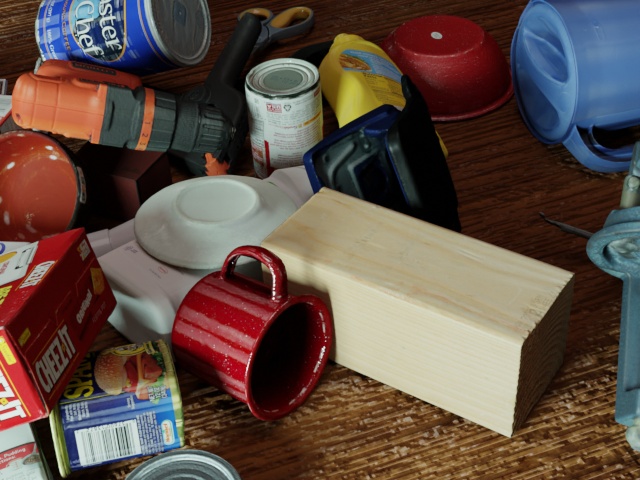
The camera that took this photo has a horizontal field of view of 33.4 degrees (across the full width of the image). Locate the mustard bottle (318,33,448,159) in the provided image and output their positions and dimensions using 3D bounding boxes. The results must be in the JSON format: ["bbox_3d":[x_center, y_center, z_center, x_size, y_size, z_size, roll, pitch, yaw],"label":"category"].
[{"bbox_3d":[0.047,-0.136,1.005,0.096,0.058,0.192,11,38,-29],"label":"mustard bottle"}]

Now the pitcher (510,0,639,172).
[{"bbox_3d":[0.315,-0.163,1.002,0.242,0.149,0.145,-10,24,-12],"label":"pitcher"}]

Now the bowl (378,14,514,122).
[{"bbox_3d":[0.121,-0.186,1.092,0.162,0.055,0.162,-3,38,2],"label":"bowl"}]

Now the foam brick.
[{"bbox_3d":[-0.179,-0.054,0.955,0.078,0.051,0.053,14,43,22],"label":"foam brick"}]

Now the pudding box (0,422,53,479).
[{"bbox_3d":[-0.227,0.156,0.706,0.090,0.039,0.114,-21,39,-16],"label":"pudding box"}]

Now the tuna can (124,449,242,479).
[{"bbox_3d":[-0.087,0.174,0.674,0.086,0.034,0.086,-2,39,2],"label":"tuna can"}]

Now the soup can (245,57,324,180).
[{"bbox_3d":[-0.031,-0.104,0.963,0.068,0.102,0.068,-3,38,2],"label":"soup can"}]

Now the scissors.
[{"bbox_3d":[-0.082,-0.220,1.171,0.096,0.016,0.201,17,37,30],"label":"scissors"}]

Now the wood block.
[{"bbox_3d":[0.068,0.046,0.776,0.206,0.091,0.090,20,44,28],"label":"wood block"}]

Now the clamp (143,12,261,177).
[{"bbox_3d":[-0.108,-0.136,1.035,0.164,0.036,0.210,-32,44,4],"label":"clamp"}]

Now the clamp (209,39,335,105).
[{"bbox_3d":[-0.029,-0.164,1.091,0.120,0.039,0.171,25,47,28],"label":"clamp"}]

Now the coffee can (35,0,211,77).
[{"bbox_3d":[-0.194,-0.210,1.054,0.140,0.103,0.102,-7,34,28],"label":"coffee can"}]

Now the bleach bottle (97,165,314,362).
[{"bbox_3d":[-0.056,0.001,0.868,0.250,0.068,0.103,-30,46,-32],"label":"bleach bottle"}]

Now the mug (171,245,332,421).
[{"bbox_3d":[-0.050,0.059,0.755,0.082,0.117,0.093,20,27,34],"label":"mug"}]

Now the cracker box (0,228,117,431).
[{"bbox_3d":[-0.258,0.080,0.705,0.214,0.072,0.164,-18,19,12],"label":"cracker box"}]

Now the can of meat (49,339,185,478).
[{"bbox_3d":[-0.139,0.110,0.726,0.084,0.057,0.102,-9,19,-11],"label":"can of meat"}]

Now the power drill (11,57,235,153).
[{"bbox_3d":[-0.181,-0.119,0.945,0.184,0.057,0.188,9,9,-20],"label":"power drill"}]
